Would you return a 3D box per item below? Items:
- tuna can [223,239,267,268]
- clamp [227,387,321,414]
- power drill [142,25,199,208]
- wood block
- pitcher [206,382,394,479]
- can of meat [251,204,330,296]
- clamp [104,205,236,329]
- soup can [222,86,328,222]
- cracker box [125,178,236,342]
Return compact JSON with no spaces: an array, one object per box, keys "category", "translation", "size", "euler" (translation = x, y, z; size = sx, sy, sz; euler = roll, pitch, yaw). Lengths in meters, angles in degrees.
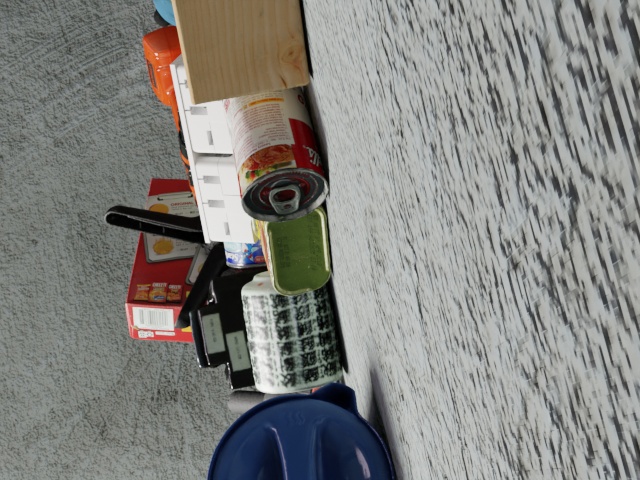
[{"category":"tuna can","translation":[-0.057,0.001,1.102],"size":[0.086,0.086,0.034],"euler":[-124,25,-77]},{"category":"clamp","translation":[-0.015,0.170,1.077],"size":[0.172,0.120,0.039],"euler":[160,118,-66]},{"category":"power drill","translation":[-0.143,-0.143,1.158],"size":[0.184,0.057,0.188],"euler":[89,163,-57]},{"category":"wood block","translation":[-0.070,-0.216,0.769],"size":[0.090,0.090,0.206],"euler":[-109,9,-62]},{"category":"pitcher","translation":[-0.013,0.225,0.848],"size":[0.243,0.149,0.145],"euler":[83,162,-67]},{"category":"can of meat","translation":[-0.027,-0.016,0.912],"size":[0.084,0.057,0.102],"euler":[-110,11,-48]},{"category":"clamp","translation":[-0.126,-0.005,1.195],"size":[0.165,0.209,0.036],"euler":[48,141,16]},{"category":"soup can","translation":[-0.037,-0.075,0.835],"size":[0.068,0.068,0.102],"euler":[88,170,-59]},{"category":"cracker box","translation":[-0.132,0.023,1.264],"size":[0.213,0.164,0.072],"euler":[-88,1,-46]}]
